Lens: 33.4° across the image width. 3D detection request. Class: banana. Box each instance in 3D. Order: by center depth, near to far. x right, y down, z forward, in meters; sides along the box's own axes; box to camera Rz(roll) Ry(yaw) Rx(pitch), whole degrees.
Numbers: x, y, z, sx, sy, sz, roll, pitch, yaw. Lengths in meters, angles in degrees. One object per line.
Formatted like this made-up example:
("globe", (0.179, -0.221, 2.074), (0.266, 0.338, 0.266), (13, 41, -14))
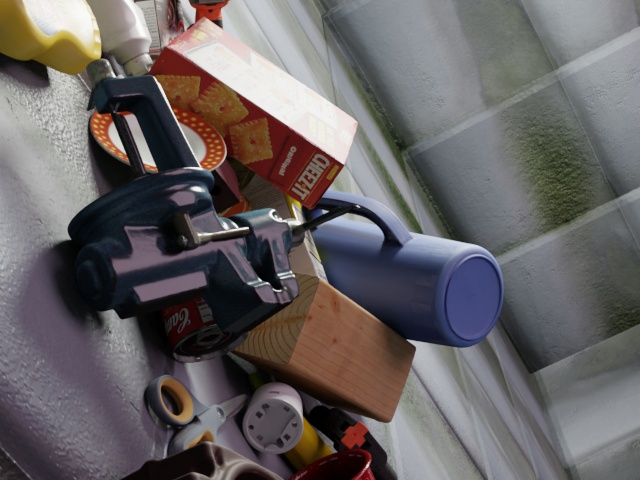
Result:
("banana", (-0.007, 0.211, 1.074), (0.197, 0.037, 0.069), (55, 14, -32))

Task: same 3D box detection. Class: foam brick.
("foam brick", (-0.125, -0.052, 1.048), (0.053, 0.078, 0.051), (54, 13, -35))

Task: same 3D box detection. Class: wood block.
("wood block", (0.003, 0.108, 1.083), (0.205, 0.091, 0.090), (37, 69, -50))

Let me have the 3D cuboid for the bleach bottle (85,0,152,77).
("bleach bottle", (-0.241, -0.281, 1.094), (0.251, 0.068, 0.102), (64, 10, -6))

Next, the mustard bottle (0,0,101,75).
("mustard bottle", (-0.250, -0.192, 0.870), (0.096, 0.058, 0.191), (63, 12, 4))

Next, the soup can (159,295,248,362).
("soup can", (-0.110, 0.045, 0.926), (0.068, 0.068, 0.102), (39, 26, -62))

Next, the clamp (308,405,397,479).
("clamp", (0.041, 0.214, 1.096), (0.120, 0.039, 0.171), (37, -8, 2))

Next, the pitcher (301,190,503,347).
("pitcher", (0.075, 0.037, 1.177), (0.149, 0.243, 0.145), (25, 79, -40))

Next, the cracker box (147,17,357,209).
("cracker box", (-0.072, -0.138, 1.137), (0.213, 0.072, 0.164), (34, 22, -6))

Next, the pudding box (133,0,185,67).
("pudding box", (-0.184, -0.231, 1.220), (0.113, 0.039, 0.090), (-43, 126, -76))

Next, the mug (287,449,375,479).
("mug", (0.016, 0.251, 0.993), (0.081, 0.093, 0.117), (66, -14, -10))

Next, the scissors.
("scissors", (-0.101, 0.135, 0.896), (0.096, 0.016, 0.201), (61, 12, -10))

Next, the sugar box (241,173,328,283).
("sugar box", (-0.058, 0.002, 1.180), (0.048, 0.093, 0.176), (44, 23, -59))
